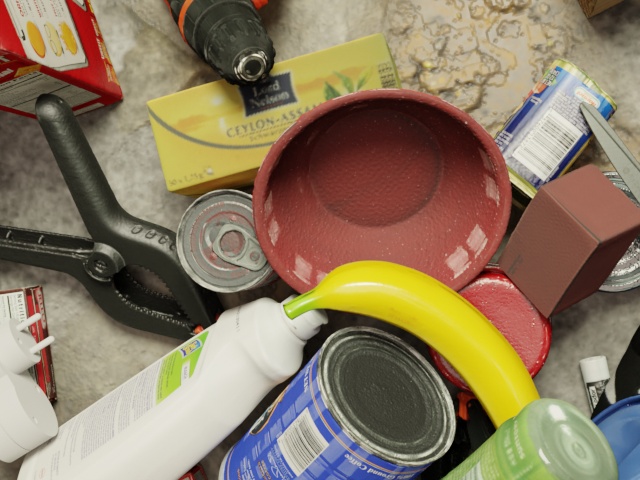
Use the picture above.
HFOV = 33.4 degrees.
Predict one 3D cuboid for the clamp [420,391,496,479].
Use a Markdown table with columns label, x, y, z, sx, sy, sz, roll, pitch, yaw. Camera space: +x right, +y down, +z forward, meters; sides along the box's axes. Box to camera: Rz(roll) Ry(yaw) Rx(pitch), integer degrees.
| label | x | y | z | sx | sy | sz | roll | pitch | yaw |
| --- | --- | --- | --- | --- | --- | --- | --- | --- | --- |
| clamp | 0.106 | 0.194 | 0.732 | 0.120 | 0.039 | 0.171 | 12 | 92 | 44 |

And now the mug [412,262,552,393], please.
| label | x | y | z | sx | sy | sz | roll | pitch | yaw |
| --- | --- | --- | --- | --- | --- | --- | --- | --- | --- |
| mug | 0.106 | 0.054 | 0.735 | 0.117 | 0.081 | 0.093 | 41 | 95 | 6 |

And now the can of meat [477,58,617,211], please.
| label | x | y | z | sx | sy | sz | roll | pitch | yaw |
| --- | --- | --- | --- | --- | --- | --- | --- | --- | --- |
| can of meat | 0.150 | -0.068 | 0.721 | 0.057 | 0.102 | 0.084 | 39 | 93 | 6 |

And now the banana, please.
| label | x | y | z | sx | sy | sz | roll | pitch | yaw |
| --- | --- | --- | --- | --- | --- | --- | --- | --- | --- |
| banana | 0.075 | 0.067 | 0.671 | 0.197 | 0.037 | 0.070 | 33 | 102 | -5 |

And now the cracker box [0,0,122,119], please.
| label | x | y | z | sx | sy | sz | roll | pitch | yaw |
| --- | --- | --- | --- | --- | --- | --- | --- | --- | --- |
| cracker box | -0.222 | -0.173 | 0.717 | 0.072 | 0.213 | 0.164 | -20 | 87 | 9 |

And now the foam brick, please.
| label | x | y | z | sx | sy | sz | roll | pitch | yaw |
| --- | --- | --- | --- | --- | --- | --- | --- | --- | --- |
| foam brick | 0.157 | 0.000 | 0.673 | 0.051 | 0.078 | 0.053 | -22 | 61 | -33 |

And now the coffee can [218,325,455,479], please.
| label | x | y | z | sx | sy | sz | roll | pitch | yaw |
| --- | --- | --- | --- | --- | --- | --- | --- | --- | --- |
| coffee can | 0.008 | 0.138 | 0.709 | 0.103 | 0.102 | 0.140 | 43 | 127 | 6 |

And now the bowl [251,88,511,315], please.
| label | x | y | z | sx | sy | sz | roll | pitch | yaw |
| --- | --- | --- | --- | --- | --- | --- | --- | --- | --- |
| bowl | 0.037 | -0.032 | 0.681 | 0.162 | 0.055 | 0.162 | 0 | 121 | -1 |

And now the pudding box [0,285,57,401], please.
| label | x | y | z | sx | sy | sz | roll | pitch | yaw |
| --- | --- | --- | --- | --- | --- | --- | --- | --- | --- |
| pudding box | -0.263 | 0.086 | 0.810 | 0.113 | 0.039 | 0.090 | -8 | 88 | 5 |

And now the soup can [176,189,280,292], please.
| label | x | y | z | sx | sy | sz | roll | pitch | yaw |
| --- | --- | --- | --- | --- | --- | --- | --- | --- | --- |
| soup can | -0.055 | 0.001 | 0.748 | 0.068 | 0.102 | 0.068 | 0 | 90 | 8 |

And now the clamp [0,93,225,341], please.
| label | x | y | z | sx | sy | sz | roll | pitch | yaw |
| --- | --- | --- | --- | --- | --- | --- | --- | --- | --- |
| clamp | -0.151 | -0.001 | 0.762 | 0.210 | 0.036 | 0.165 | 32 | 129 | -6 |

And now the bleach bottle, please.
| label | x | y | z | sx | sy | sz | roll | pitch | yaw |
| --- | --- | --- | --- | --- | --- | --- | --- | --- | --- |
| bleach bottle | -0.100 | 0.120 | 0.738 | 0.251 | 0.102 | 0.068 | -37 | 117 | 15 |

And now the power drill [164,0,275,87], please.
| label | x | y | z | sx | sy | sz | roll | pitch | yaw |
| --- | --- | --- | --- | --- | --- | --- | --- | --- | --- |
| power drill | -0.019 | -0.194 | 0.724 | 0.187 | 0.057 | 0.184 | -35 | 41 | 1 |
